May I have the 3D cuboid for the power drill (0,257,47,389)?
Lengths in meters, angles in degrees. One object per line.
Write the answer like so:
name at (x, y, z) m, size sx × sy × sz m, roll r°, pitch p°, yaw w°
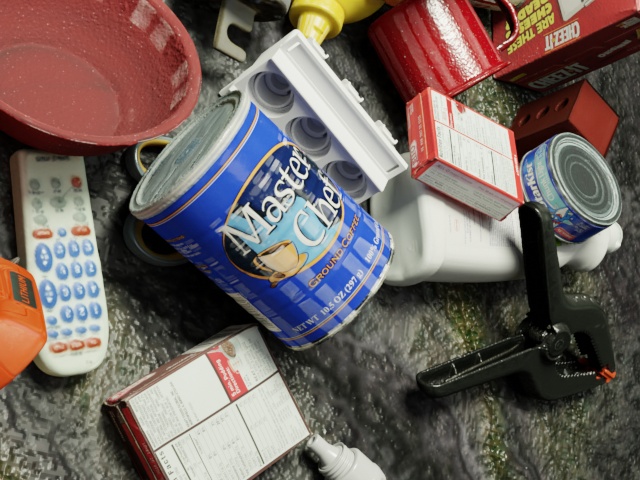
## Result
power drill at (-0.222, -0.003, 0.534) m, size 0.057 × 0.185 × 0.187 m, roll -41°, pitch 117°, yaw -1°

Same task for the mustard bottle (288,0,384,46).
mustard bottle at (0.017, -0.226, 0.822) m, size 0.096 × 0.058 × 0.191 m, roll 31°, pitch 63°, yaw -26°

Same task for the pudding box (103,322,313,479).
pudding box at (-0.071, 0.116, 0.691) m, size 0.113 × 0.039 × 0.090 m, roll -29°, pitch 97°, yaw -35°

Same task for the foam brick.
foam brick at (0.206, -0.093, 0.912) m, size 0.051 × 0.078 × 0.053 m, roll 41°, pitch 57°, yaw -21°

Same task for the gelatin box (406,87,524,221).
gelatin box at (0.105, -0.063, 0.787) m, size 0.089 × 0.030 × 0.073 m, roll 23°, pitch 46°, yaw -27°

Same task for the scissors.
scissors at (-0.055, 0.001, 0.743) m, size 0.201 × 0.016 × 0.096 m, roll 33°, pitch 63°, yaw -25°

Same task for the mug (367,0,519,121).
mug at (0.100, -0.156, 0.837) m, size 0.117 × 0.093 × 0.081 m, roll -30°, pitch 92°, yaw 0°

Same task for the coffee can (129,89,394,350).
coffee can at (-0.036, -0.012, 0.684) m, size 0.140 × 0.103 × 0.102 m, roll 43°, pitch 58°, yaw -21°

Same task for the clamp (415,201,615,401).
clamp at (0.168, 0.082, 0.846) m, size 0.164 × 0.036 × 0.209 m, roll -53°, pitch 133°, yaw -2°

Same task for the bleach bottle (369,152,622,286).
bleach bottle at (0.156, -0.007, 0.866) m, size 0.250 × 0.068 × 0.102 m, roll 7°, pitch 71°, yaw -36°

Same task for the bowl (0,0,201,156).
bowl at (-0.157, -0.105, 0.651) m, size 0.162 × 0.055 × 0.162 m, roll 18°, pitch 47°, yaw -20°

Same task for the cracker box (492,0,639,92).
cracker box at (0.223, -0.254, 0.909) m, size 0.072 × 0.164 × 0.213 m, roll 9°, pitch 73°, yaw -31°

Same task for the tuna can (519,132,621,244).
tuna can at (0.200, -0.042, 0.852) m, size 0.086 × 0.034 × 0.086 m, roll 21°, pitch 53°, yaw -30°
